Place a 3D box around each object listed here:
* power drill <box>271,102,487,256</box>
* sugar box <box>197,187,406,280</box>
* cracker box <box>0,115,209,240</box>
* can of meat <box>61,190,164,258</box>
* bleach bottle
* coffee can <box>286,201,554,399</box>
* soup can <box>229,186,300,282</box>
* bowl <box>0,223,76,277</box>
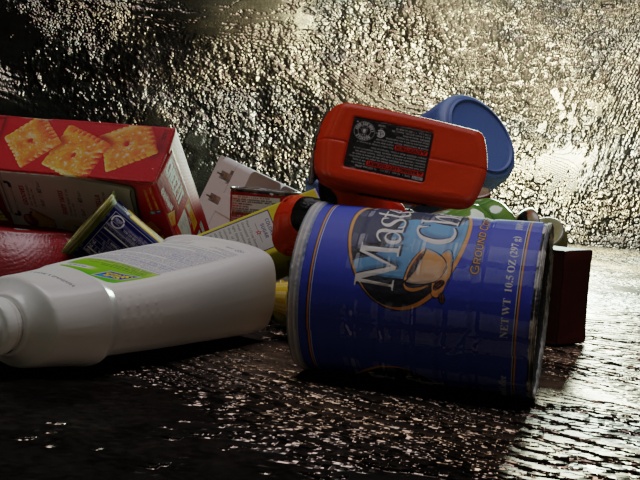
[{"bbox_3d":[0.059,-0.017,0.727,0.184,0.057,0.188,10,-22,1],"label":"power drill"},{"bbox_3d":[-0.018,-0.004,0.878,0.176,0.048,0.093,-20,-14,-5],"label":"sugar box"},{"bbox_3d":[-0.217,-0.033,0.957,0.214,0.072,0.164,6,-36,14],"label":"cracker box"},{"bbox_3d":[-0.149,0.011,0.833,0.084,0.057,0.102,41,-3,-11],"label":"can of meat"},{"bbox_3d":[-0.127,0.038,0.657,0.103,0.068,0.250,7,6,26],"label":"bleach bottle"},{"bbox_3d":[0.061,0.034,0.630,0.140,0.103,0.102,6,4,15],"label":"coffee can"},{"bbox_3d":[-0.057,0.001,1.024,0.068,0.102,0.068,5,3,0],"label":"soup can"},{"bbox_3d":[-0.253,0.017,0.889,0.162,0.055,0.162,5,3,0],"label":"bowl"}]
